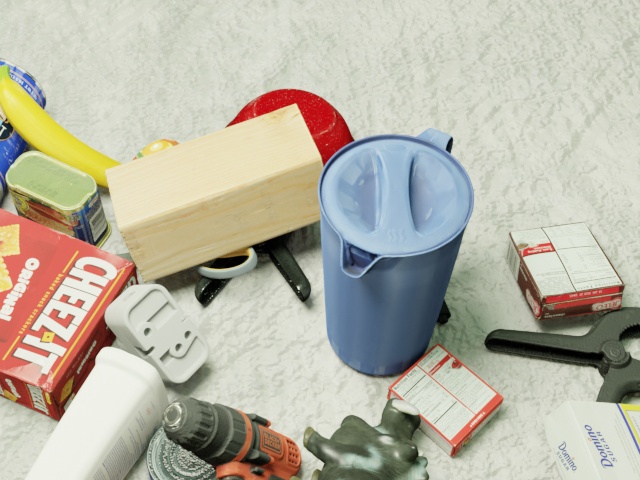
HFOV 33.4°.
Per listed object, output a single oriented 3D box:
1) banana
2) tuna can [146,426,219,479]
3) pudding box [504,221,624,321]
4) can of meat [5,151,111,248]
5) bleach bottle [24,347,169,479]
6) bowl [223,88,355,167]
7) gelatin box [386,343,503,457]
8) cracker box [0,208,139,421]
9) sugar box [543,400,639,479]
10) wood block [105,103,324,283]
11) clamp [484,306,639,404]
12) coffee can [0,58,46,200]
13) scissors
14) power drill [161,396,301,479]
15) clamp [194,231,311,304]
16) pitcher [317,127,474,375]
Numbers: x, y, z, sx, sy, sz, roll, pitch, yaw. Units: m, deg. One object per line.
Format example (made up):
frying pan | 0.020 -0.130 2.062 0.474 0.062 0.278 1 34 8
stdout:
banana | -0.277 -0.111 1.150 0.197 0.037 0.069 43 42 -14
tuna can | -0.119 0.206 0.995 0.086 0.034 0.086 0 55 -1
pudding box | 0.251 0.031 1.107 0.090 0.039 0.113 -7 40 -7
can of meat | -0.279 -0.039 1.134 0.102 0.084 0.057 24 58 15
bleach bottle | -0.227 0.221 0.940 0.068 0.102 0.250 20 56 19
bowl | -0.031 -0.122 1.195 0.162 0.055 0.162 5 43 -5
gelatin box | 0.120 0.154 1.040 0.089 0.030 0.073 39 64 24
cracker box | -0.314 0.061 1.071 0.214 0.072 0.164 21 58 12
sugar box | 0.288 0.196 0.959 0.176 0.048 0.093 8 49 -29
wood block | -0.101 -0.047 1.080 0.206 0.090 0.091 -20 47 -4
clamp | 0.289 0.129 1.055 0.209 0.036 0.165 -16 56 -13
coffee can | -0.376 -0.118 1.177 0.103 0.103 0.140 10 55 6
scissors | -0.155 0.000 1.128 0.202 0.016 0.096 6 53 21
power drill | -0.068 0.234 0.902 0.057 0.184 0.187 -20 59 25
clamp | -0.057 0.001 1.136 0.120 0.039 0.171 9 55 7
pitcher | 0.067 0.017 1.004 0.149 0.243 0.145 -14 56 -11
